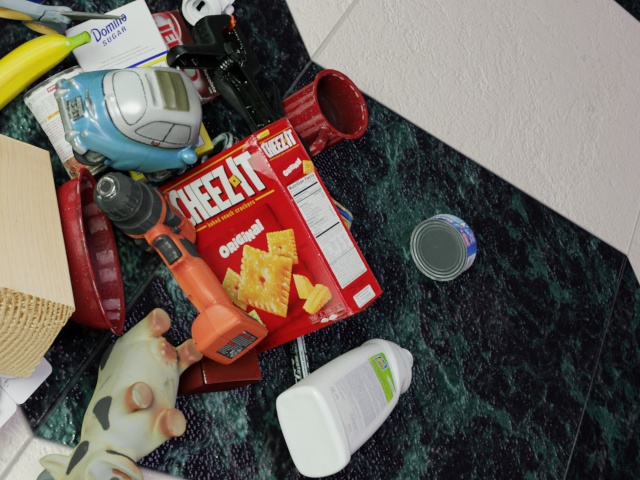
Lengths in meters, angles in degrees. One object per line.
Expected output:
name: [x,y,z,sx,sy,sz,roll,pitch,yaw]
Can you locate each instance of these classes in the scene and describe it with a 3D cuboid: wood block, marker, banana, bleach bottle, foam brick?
wood block: [-0.278,0.004,0.900,0.090,0.090,0.206,19,31,-34]
marker: [-0.021,0.149,1.213,0.020,0.020,0.121,5,68,-44]
banana: [-0.307,-0.143,1.016,0.197,0.070,0.037,-48,115,-24]
bleach bottle: [0.046,0.177,1.219,0.250,0.068,0.102,-20,90,-60]
foam brick: [-0.110,0.128,1.108,0.078,0.051,0.053,3,69,-45]

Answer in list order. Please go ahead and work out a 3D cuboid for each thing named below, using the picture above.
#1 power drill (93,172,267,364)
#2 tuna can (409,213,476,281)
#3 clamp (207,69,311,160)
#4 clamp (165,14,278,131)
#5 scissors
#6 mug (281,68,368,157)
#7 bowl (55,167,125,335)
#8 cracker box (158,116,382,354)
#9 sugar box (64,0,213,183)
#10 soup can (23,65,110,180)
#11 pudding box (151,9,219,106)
power drill: [-0.135,0.025,1.035,0.188,0.057,0.184,55,5,21]
tuna can: [0.164,0.008,1.418,0.033,0.086,0.086,-26,91,-50]
clamp: [-0.056,-0.137,1.262,0.120,0.039,0.171,-11,62,-55]
clamp: [-0.111,-0.202,1.190,0.164,0.036,0.210,36,25,-35]
scissors: [-0.247,-0.215,1.047,0.096,0.202,0.016,22,83,-64]
mug: [-0.004,-0.145,1.322,0.093,0.082,0.117,37,49,-28]
bowl: [-0.229,0.015,1.000,0.162,0.055,0.162,168,-90,-88]
cracker box: [-0.057,0.001,1.137,0.072,0.164,0.213,-35,98,-50]
sugar box: [-0.192,-0.156,1.133,0.093,0.048,0.176,-25,88,-9]
soup can: [-0.244,-0.115,1.072,0.068,0.069,0.102,-38,100,-48]
pudding box: [-0.176,-0.199,1.203,0.089,0.039,0.113,-27,93,-49]
